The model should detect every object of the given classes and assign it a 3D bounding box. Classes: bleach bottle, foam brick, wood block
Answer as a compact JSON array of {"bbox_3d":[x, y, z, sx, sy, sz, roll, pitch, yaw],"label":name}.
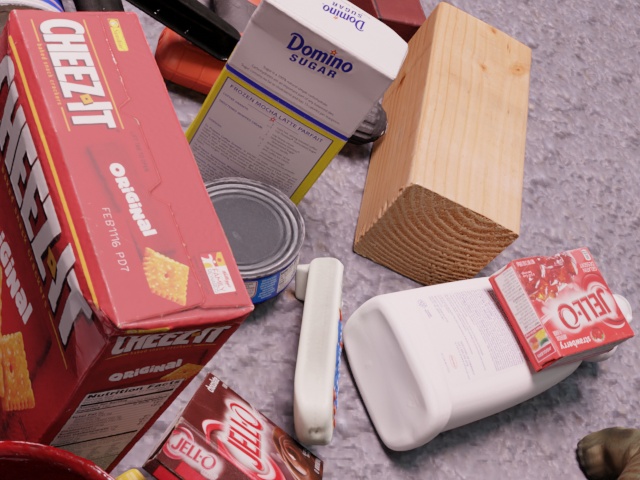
[{"bbox_3d":[0.138,0.074,0.761,0.250,0.068,0.102,-6,63,-38],"label":"bleach bottle"},{"bbox_3d":[0.048,-0.197,0.907,0.051,0.053,0.078,2,58,-31],"label":"foam brick"},{"bbox_3d":[0.097,-0.074,0.822,0.090,0.091,0.206,25,49,-14],"label":"wood block"}]

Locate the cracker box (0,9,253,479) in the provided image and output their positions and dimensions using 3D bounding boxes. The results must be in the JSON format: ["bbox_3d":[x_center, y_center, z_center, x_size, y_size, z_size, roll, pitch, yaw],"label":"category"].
[{"bbox_3d":[-0.132,0.019,0.526,0.071,0.214,0.164,-7,62,-36],"label":"cracker box"}]

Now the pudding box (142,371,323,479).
[{"bbox_3d":[-0.044,0.123,0.586,0.090,0.039,0.113,40,3,-2],"label":"pudding box"}]

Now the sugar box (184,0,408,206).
[{"bbox_3d":[-0.025,-0.087,0.695,0.093,0.176,0.048,31,47,-9],"label":"sugar box"}]

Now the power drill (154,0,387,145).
[{"bbox_3d":[-0.029,-0.169,0.834,0.184,0.057,0.187,19,50,-19],"label":"power drill"}]

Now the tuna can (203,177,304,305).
[{"bbox_3d":[-0.055,0.001,0.695,0.086,0.034,0.086,5,49,-6],"label":"tuna can"}]

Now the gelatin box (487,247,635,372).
[{"bbox_3d":[0.168,0.046,0.737,0.089,0.030,0.073,-7,64,-40],"label":"gelatin box"}]

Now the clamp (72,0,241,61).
[{"bbox_3d":[-0.136,-0.176,0.679,0.210,0.036,0.164,55,28,-2],"label":"clamp"}]
